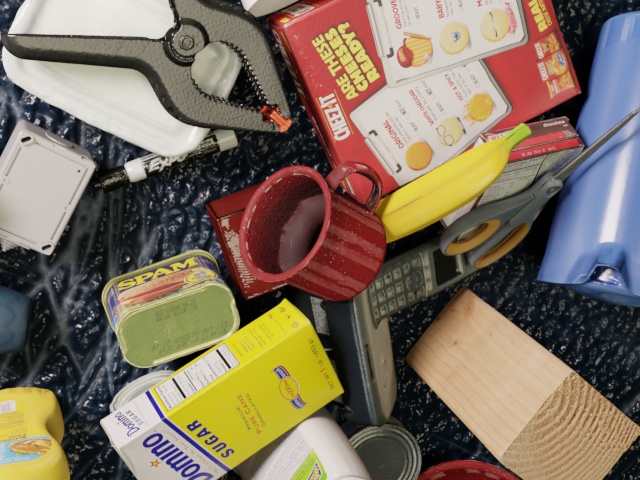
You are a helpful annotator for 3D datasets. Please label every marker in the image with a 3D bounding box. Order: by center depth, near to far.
[{"bbox_3d":[-0.126,-0.065,0.866,0.121,0.020,0.020,-21,111,-10],"label":"marker"}]

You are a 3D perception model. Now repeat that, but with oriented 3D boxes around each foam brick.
[{"bbox_3d":[-0.056,0.001,0.889,0.051,0.053,0.078,-21,111,-10],"label":"foam brick"}]

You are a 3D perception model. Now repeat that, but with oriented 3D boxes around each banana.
[{"bbox_3d":[0.083,-0.031,0.853,0.069,0.198,0.037,-25,87,-47],"label":"banana"}]

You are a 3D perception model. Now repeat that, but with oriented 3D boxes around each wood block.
[{"bbox_3d":[0.164,0.128,0.909,0.090,0.206,0.090,38,92,-23],"label":"wood block"}]

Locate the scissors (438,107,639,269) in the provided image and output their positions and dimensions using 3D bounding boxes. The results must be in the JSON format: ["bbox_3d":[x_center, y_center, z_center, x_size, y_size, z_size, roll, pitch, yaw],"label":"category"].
[{"bbox_3d":[0.169,-0.040,0.872,0.096,0.016,0.202,-3,144,-35],"label":"scissors"}]

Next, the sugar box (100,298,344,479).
[{"bbox_3d":[-0.074,0.132,0.846,0.176,0.048,0.093,-35,130,-12],"label":"sugar box"}]

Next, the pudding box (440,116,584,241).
[{"bbox_3d":[0.159,-0.051,0.906,0.089,0.039,0.114,-12,148,-25],"label":"pudding box"}]

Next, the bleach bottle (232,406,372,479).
[{"bbox_3d":[-0.008,0.203,0.856,0.068,0.251,0.102,27,97,-22],"label":"bleach bottle"}]

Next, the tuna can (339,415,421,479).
[{"bbox_3d":[0.048,0.203,0.990,0.086,0.034,0.086,-5,107,-16],"label":"tuna can"}]

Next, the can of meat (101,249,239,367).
[{"bbox_3d":[-0.122,0.056,0.869,0.102,0.084,0.057,-19,110,-11],"label":"can of meat"}]

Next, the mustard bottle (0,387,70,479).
[{"bbox_3d":[-0.240,0.177,0.810,0.096,0.192,0.058,-14,109,-13],"label":"mustard bottle"}]

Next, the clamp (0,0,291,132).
[{"bbox_3d":[-0.110,-0.140,0.771,0.164,0.036,0.210,-45,114,0],"label":"clamp"}]

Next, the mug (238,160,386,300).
[{"bbox_3d":[0.004,-0.011,0.829,0.081,0.093,0.117,26,104,-44],"label":"mug"}]

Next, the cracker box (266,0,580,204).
[{"bbox_3d":[0.086,-0.152,0.877,0.213,0.072,0.164,-27,112,-7],"label":"cracker box"}]
